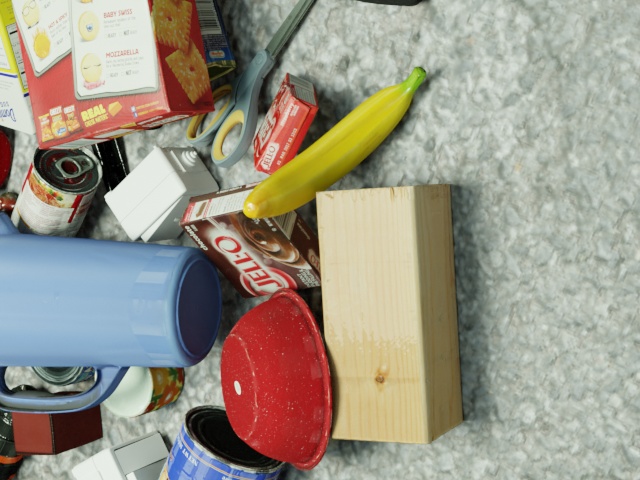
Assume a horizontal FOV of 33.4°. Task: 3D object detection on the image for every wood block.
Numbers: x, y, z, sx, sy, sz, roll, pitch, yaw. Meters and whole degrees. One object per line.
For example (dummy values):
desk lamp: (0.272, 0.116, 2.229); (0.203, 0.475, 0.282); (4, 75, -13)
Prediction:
wood block: (0.059, 0.058, 0.899); (0.091, 0.090, 0.206); (-2, 93, 27)

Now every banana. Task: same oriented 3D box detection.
banana: (0.009, -0.076, 0.897); (0.197, 0.069, 0.037); (-42, 71, -16)

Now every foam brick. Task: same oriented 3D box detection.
foam brick: (-0.268, 0.185, 1.090); (0.053, 0.078, 0.051); (-5, 91, 26)

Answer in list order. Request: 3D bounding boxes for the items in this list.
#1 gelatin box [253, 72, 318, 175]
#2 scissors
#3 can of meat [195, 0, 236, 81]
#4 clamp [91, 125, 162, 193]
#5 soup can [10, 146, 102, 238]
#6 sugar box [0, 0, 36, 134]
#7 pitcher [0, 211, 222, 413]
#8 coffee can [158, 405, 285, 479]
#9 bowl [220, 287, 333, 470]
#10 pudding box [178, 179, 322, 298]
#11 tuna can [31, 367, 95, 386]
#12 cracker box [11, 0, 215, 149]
gelatin box: (-0.032, -0.101, 0.936); (0.030, 0.089, 0.073); (24, 109, -12)
scissors: (-0.051, -0.144, 0.966); (0.202, 0.016, 0.096); (-41, 49, 24)
can of meat: (-0.132, -0.186, 0.992); (0.102, 0.057, 0.084); (-17, 88, 41)
clamp: (-0.214, -0.135, 1.044); (0.120, 0.039, 0.171); (-43, 76, 41)
soup can: (-0.263, -0.042, 1.057); (0.068, 0.068, 0.102); (51, 136, 15)
sugar box: (-0.317, -0.199, 1.058); (0.093, 0.048, 0.176); (19, 132, 39)
pitcher: (-0.220, 0.068, 0.990); (0.243, 0.145, 0.149); (1, 132, 21)
coffee can: (-0.104, 0.240, 0.992); (0.103, 0.102, 0.140); (31, 107, 22)
bowl: (-0.047, 0.124, 0.932); (0.162, 0.055, 0.162); (175, 90, -66)
pudding box: (-0.056, 0.001, 0.948); (0.090, 0.039, 0.113); (-12, 132, 30)
tuna can: (-0.265, 0.107, 1.106); (0.086, 0.033, 0.086); (2, 95, 28)
cracker box: (-0.190, -0.200, 0.946); (0.164, 0.071, 0.214); (-11, 90, 34)
